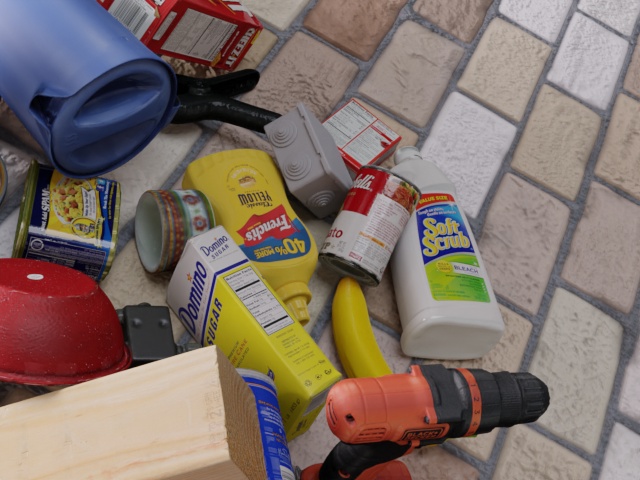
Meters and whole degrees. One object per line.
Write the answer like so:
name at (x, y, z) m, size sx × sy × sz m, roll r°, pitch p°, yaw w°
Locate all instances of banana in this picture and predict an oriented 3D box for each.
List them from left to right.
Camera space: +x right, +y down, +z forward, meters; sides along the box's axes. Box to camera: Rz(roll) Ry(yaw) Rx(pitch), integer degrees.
banana at (0.058, 0.120, 0.985) m, size 0.069 × 0.037 × 0.198 m, roll -22°, pitch 63°, yaw -35°

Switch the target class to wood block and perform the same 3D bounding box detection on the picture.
wood block at (-0.150, 0.156, 0.750) m, size 0.206 × 0.090 × 0.090 m, roll -17°, pitch 55°, yaw 8°

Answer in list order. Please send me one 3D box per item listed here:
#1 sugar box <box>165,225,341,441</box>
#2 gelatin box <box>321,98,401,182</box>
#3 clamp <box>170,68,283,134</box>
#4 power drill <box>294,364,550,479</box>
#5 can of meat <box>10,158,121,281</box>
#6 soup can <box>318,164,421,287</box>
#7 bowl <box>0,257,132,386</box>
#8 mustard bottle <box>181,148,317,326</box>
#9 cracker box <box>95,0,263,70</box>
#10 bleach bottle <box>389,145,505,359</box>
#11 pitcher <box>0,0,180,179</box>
sugar box at (-0.062, 0.082, 0.923) m, size 0.048 × 0.093 × 0.176 m, roll -27°, pitch 67°, yaw -39°
gelatin box at (0.036, -0.107, 1.171) m, size 0.073 × 0.030 × 0.089 m, roll 38°, pitch 47°, yaw 11°
clamp at (-0.126, -0.154, 1.127) m, size 0.171 × 0.039 × 0.120 m, roll 7°, pitch 28°, yaw -16°
power drill at (0.071, 0.163, 0.852) m, size 0.184 × 0.188 × 0.057 m, roll 1°, pitch 51°, yaw -22°
can of meat at (-0.226, -0.017, 0.955) m, size 0.083 × 0.058 × 0.102 m, roll 12°, pitch 48°, yaw -18°
soup can at (0.048, -0.014, 1.045) m, size 0.068 × 0.068 × 0.102 m, roll 27°, pitch 77°, yaw -2°
bowl at (-0.217, 0.053, 0.801) m, size 0.162 × 0.055 × 0.162 m, roll 12°, pitch 12°, yaw -3°
mustard bottle at (-0.057, 0.001, 1.017) m, size 0.096 × 0.058 × 0.192 m, roll -9°, pitch 57°, yaw -31°
cracker box at (-0.171, -0.261, 1.108) m, size 0.164 × 0.072 × 0.213 m, roll 43°, pitch 16°, yaw 13°
bleach bottle at (0.108, 0.001, 1.093) m, size 0.102 × 0.068 × 0.251 m, roll 6°, pitch 48°, yaw -22°
pitcher at (-0.245, -0.180, 0.973) m, size 0.145 × 0.149 × 0.243 m, roll -37°, pitch 67°, yaw -17°
